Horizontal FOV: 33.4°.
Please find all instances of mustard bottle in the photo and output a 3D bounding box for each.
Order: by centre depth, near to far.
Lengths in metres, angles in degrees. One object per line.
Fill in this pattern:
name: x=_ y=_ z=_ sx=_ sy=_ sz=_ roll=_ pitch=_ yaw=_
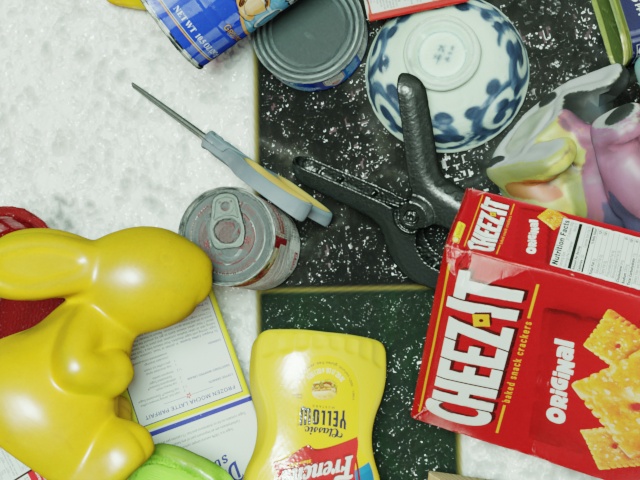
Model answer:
mustard bottle: x=-0.006 y=0.161 z=0.741 sx=0.096 sy=0.058 sz=0.191 roll=7 pitch=72 yaw=-13

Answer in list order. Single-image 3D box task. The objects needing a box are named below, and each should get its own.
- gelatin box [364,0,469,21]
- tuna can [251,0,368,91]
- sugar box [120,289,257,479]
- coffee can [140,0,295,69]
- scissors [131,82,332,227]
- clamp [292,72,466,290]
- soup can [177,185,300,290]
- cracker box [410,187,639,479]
gelatin box: x=0.067 y=-0.199 z=0.773 sx=0.073 sy=0.030 sz=0.089 roll=-9 pitch=41 yaw=10
tuna can: x=-0.007 y=-0.157 z=0.805 sx=0.086 sy=0.033 sz=0.086 roll=-1 pitch=85 yaw=10
sugar box: x=-0.103 y=0.108 z=0.782 sx=0.093 sy=0.048 sz=0.176 roll=-17 pitch=84 yaw=-16
coffee can: x=-0.057 y=-0.202 z=0.749 sx=0.140 sy=0.102 sz=0.103 roll=-34 pitch=81 yaw=8
scissors: x=-0.063 y=-0.062 z=0.808 sx=0.202 sy=0.096 sz=0.016 roll=39 pitch=98 yaw=41
clamp: x=0.059 y=-0.023 z=0.768 sx=0.120 sy=0.039 sz=0.171 roll=-25 pitch=98 yaw=36
soup can: x=-0.055 y=0.001 z=0.765 sx=0.068 sy=0.102 sz=0.068 roll=-1 pitch=85 yaw=10
cracker box: x=0.176 y=0.074 z=0.688 sx=0.214 sy=0.072 sz=0.164 roll=16 pitch=130 yaw=12
